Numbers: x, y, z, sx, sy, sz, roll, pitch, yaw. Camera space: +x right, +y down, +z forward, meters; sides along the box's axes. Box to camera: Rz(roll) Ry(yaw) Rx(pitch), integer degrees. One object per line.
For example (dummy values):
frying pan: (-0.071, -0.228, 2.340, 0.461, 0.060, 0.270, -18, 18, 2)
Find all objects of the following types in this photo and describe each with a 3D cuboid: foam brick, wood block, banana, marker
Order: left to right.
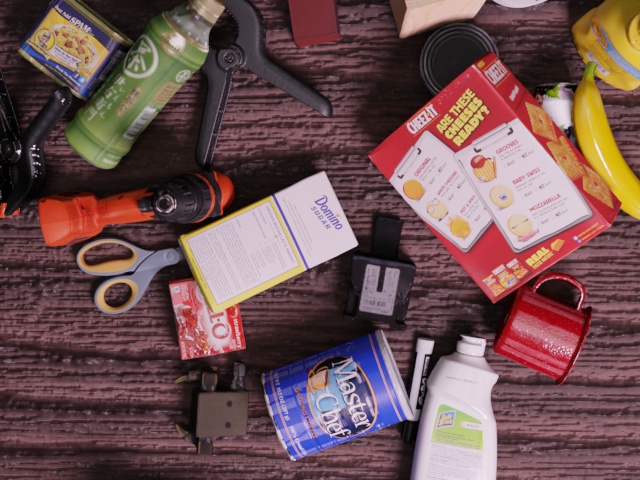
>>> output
foam brick: (-0.008, -0.255, 1.162, 0.051, 0.053, 0.078, -7, 94, 3)
marker: (0.108, 0.170, 1.201, 0.020, 0.020, 0.121, 10, 94, 2)
wood block: (0.114, -0.271, 1.078, 0.090, 0.206, 0.091, -15, 92, 3)
banana: (0.312, -0.090, 1.135, 0.069, 0.037, 0.197, -36, 110, -20)

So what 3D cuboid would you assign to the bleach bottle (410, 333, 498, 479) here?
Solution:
bleach bottle: (0.157, 0.231, 1.183, 0.102, 0.068, 0.251, 9, 92, 2)

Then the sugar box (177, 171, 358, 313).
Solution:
sugar box: (-0.058, 0.002, 1.169, 0.176, 0.048, 0.093, -25, 92, -12)

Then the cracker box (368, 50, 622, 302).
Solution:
cracker box: (0.183, -0.065, 1.126, 0.213, 0.072, 0.164, 50, 126, -1)

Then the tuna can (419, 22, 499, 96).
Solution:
tuna can: (0.151, -0.193, 1.168, 0.086, 0.033, 0.086, 0, 94, 3)

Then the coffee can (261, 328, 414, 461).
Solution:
coffee can: (0.019, 0.168, 1.164, 0.140, 0.103, 0.103, -21, 93, 4)

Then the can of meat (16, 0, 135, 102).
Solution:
can of meat: (-0.269, -0.214, 1.175, 0.102, 0.057, 0.084, 38, 97, 0)

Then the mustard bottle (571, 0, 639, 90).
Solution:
mustard bottle: (0.314, -0.202, 1.081, 0.058, 0.191, 0.096, -41, 91, 4)

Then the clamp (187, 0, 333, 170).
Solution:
clamp: (-0.102, -0.191, 1.178, 0.165, 0.036, 0.210, -29, 89, 10)

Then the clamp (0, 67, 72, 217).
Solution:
clamp: (-0.325, -0.106, 1.176, 0.120, 0.039, 0.171, 13, 108, 31)

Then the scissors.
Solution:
scissors: (-0.176, 0.037, 1.208, 0.202, 0.016, 0.096, 2, 96, 2)

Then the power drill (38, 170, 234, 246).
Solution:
power drill: (-0.197, -0.034, 1.130, 0.188, 0.184, 0.057, -7, 93, 12)

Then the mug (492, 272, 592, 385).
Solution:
mug: (0.242, 0.088, 1.153, 0.081, 0.093, 0.117, 23, 112, 5)

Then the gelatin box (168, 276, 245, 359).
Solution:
gelatin box: (-0.127, 0.083, 1.195, 0.073, 0.030, 0.089, -9, 94, -8)
